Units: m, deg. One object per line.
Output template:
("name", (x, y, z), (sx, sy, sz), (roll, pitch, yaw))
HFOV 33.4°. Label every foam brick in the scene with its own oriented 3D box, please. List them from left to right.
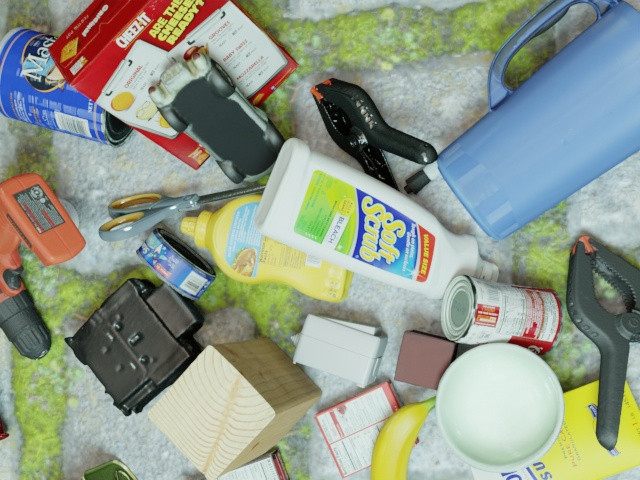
("foam brick", (0.109, 0.121, 1.082), (0.053, 0.078, 0.051), (13, 88, 12))

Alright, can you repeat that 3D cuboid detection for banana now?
("banana", (0.084, 0.245, 1.078), (0.070, 0.037, 0.198), (8, 106, 11))

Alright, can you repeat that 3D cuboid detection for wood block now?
("wood block", (-0.077, 0.160, 1.055), (0.090, 0.206, 0.091), (44, 96, 11))

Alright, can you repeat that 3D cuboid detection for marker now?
("marker", (0.137, -0.088, 1.116), (0.121, 0.020, 0.020), (-37, 80, 8))

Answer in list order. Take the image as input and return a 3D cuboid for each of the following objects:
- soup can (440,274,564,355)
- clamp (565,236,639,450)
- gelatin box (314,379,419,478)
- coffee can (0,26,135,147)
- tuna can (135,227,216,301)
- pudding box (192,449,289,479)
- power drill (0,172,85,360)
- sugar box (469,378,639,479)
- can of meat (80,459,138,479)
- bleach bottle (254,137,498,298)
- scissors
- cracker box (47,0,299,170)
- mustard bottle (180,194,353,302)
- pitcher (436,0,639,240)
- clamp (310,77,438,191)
("soup can", (0.179, 0.073, 1.052), (0.102, 0.069, 0.068), (10, 89, -20))
("clamp", (0.310, 0.088, 1.041), (0.164, 0.036, 0.210), (-10, 65, -14))
("gelatin box", (0.048, 0.197, 1.116), (0.089, 0.030, 0.073), (-26, 83, 9))
("coffee can", (-0.275, -0.168, 1.169), (0.140, 0.102, 0.103), (16, 91, 12))
("tuna can", (-0.153, 0.025, 1.141), (0.086, 0.086, 0.034), (40, 94, 11))
("pudding box", (-0.082, 0.284, 1.137), (0.113, 0.039, 0.090), (-21, 83, 9))
("power drill", (-0.325, 0.026, 1.150), (0.184, 0.057, 0.188), (54, 134, 1))
("sugar box", (0.235, 0.204, 1.066), (0.176, 0.048, 0.093), (-24, 80, 8))
("can of meat", (-0.246, 0.289, 1.141), (0.084, 0.102, 0.057), (-44, 80, 9))
("bleach bottle", (0.067, -0.011, 1.063), (0.250, 0.068, 0.102), (20, 96, -16))
("scissors", (-0.153, -0.030, 1.130), (0.202, 0.096, 0.016), (-2, 121, 31))
("cracker box", (-0.143, -0.186, 1.084), (0.164, 0.213, 0.072), (-44, 56, 8))
("mustard bottle", (-0.057, 0.001, 1.135), (0.192, 0.058, 0.096), (12, 88, 12))
("pitcher", (0.231, -0.119, 1.044), (0.243, 0.144, 0.149), (-37, 47, 11))
("clamp", (0.054, -0.108, 1.097), (0.039, 0.120, 0.171), (-29, 77, -36))
